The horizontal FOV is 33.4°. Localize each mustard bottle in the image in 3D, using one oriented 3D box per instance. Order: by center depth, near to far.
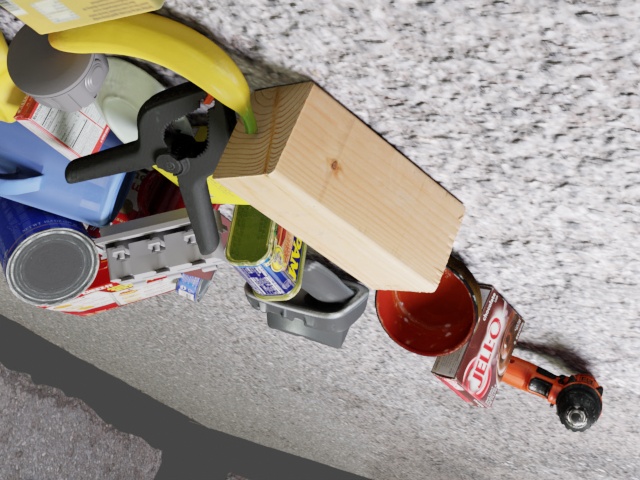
[{"bbox_3d":[-0.325,-0.187,0.994,0.096,0.058,0.192,47,166,12],"label":"mustard bottle"}]

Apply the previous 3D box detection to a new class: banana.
[{"bbox_3d":[-0.135,-0.151,0.869,0.198,0.037,0.070,26,121,10],"label":"banana"}]

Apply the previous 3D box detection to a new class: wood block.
[{"bbox_3d":[0.021,-0.042,0.936,0.205,0.090,0.090,36,158,-33],"label":"wood block"}]

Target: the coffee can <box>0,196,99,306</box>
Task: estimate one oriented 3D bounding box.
[{"bbox_3d":[-0.320,-0.006,1.214,0.102,0.103,0.140,39,-172,-42],"label":"coffee can"}]

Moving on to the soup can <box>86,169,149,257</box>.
[{"bbox_3d":[-0.232,-0.031,1.273,0.068,0.102,0.068,21,163,7],"label":"soup can"}]

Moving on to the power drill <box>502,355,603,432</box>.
[{"bbox_3d":[0.238,0.166,1.250,0.188,0.057,0.184,22,-175,15],"label":"power drill"}]

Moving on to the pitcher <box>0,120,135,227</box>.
[{"bbox_3d":[-0.324,-0.098,1.134,0.243,0.149,0.145,21,163,-3],"label":"pitcher"}]

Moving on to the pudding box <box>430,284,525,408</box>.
[{"bbox_3d":[0.174,0.116,1.170,0.039,0.113,0.090,10,159,39],"label":"pudding box"}]

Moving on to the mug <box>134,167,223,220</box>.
[{"bbox_3d":[-0.170,-0.035,1.216,0.093,0.081,0.117,13,160,30],"label":"mug"}]

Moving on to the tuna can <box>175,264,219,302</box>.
[{"bbox_3d":[-0.160,0.037,1.413,0.034,0.086,0.086,24,163,3],"label":"tuna can"}]

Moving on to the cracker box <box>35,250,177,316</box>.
[{"bbox_3d":[-0.273,0.041,1.407,0.164,0.072,0.213,-16,172,1],"label":"cracker box"}]

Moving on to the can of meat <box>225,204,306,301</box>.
[{"bbox_3d":[-0.057,0.001,1.147,0.058,0.102,0.084,-3,150,22],"label":"can of meat"}]

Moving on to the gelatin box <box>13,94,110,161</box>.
[{"bbox_3d":[-0.250,-0.128,1.057,0.030,0.073,0.089,6,156,43],"label":"gelatin box"}]

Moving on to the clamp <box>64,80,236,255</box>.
[{"bbox_3d":[-0.127,-0.072,0.986,0.164,0.036,0.210,33,135,-17],"label":"clamp"}]
